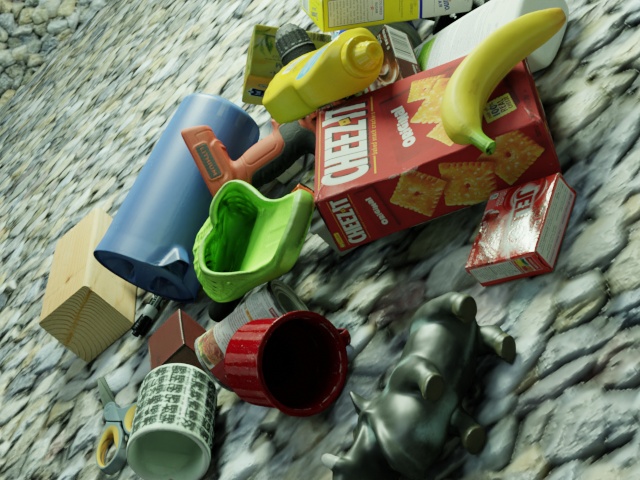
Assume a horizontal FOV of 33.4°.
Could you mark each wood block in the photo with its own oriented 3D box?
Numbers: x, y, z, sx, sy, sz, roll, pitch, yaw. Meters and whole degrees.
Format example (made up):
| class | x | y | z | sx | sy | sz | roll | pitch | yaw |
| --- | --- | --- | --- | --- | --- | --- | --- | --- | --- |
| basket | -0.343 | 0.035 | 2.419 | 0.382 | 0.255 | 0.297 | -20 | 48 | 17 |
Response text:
| class | x | y | z | sx | sy | sz | roll | pitch | yaw |
| --- | --- | --- | --- | --- | --- | --- | --- | --- | --- |
| wood block | -0.311 | 0.056 | 1.456 | 0.091 | 0.090 | 0.206 | -38 | 27 | 16 |

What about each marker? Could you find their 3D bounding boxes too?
| class | x | y | z | sx | sy | sz | roll | pitch | yaw |
| --- | --- | --- | --- | --- | --- | --- | --- | --- | --- |
| marker | -0.203 | 0.071 | 1.351 | 0.020 | 0.020 | 0.121 | -4 | 50 | 55 |

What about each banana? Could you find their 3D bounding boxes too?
| class | x | y | z | sx | sy | sz | roll | pitch | yaw |
| --- | --- | --- | --- | --- | --- | --- | --- | --- | --- |
| banana | 0.152 | -0.142 | 0.930 | 0.070 | 0.037 | 0.197 | 18 | 55 | 20 |

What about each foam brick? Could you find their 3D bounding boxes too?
| class | x | y | z | sx | sy | sz | roll | pitch | yaw |
| --- | --- | --- | --- | --- | --- | --- | --- | --- | --- |
| foam brick | -0.151 | 0.124 | 1.162 | 0.053 | 0.051 | 0.078 | -43 | 26 | 11 |

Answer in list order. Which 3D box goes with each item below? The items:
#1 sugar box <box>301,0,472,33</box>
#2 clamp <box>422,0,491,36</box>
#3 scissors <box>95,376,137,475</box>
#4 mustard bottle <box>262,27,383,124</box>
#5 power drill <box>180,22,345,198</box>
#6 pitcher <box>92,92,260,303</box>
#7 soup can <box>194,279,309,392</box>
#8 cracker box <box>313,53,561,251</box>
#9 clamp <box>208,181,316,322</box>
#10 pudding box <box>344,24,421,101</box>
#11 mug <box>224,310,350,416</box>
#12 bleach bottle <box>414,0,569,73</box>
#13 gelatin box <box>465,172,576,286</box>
| class | x | y | z | sx | sy | sz | roll | pitch | yaw |
| --- | --- | --- | --- | --- | --- | --- | --- | --- | --- |
| sugar box | 0.073 | -0.277 | 1.198 | 0.176 | 0.048 | 0.093 | -8 | 32 | -13 |
| clamp | 0.156 | -0.268 | 1.256 | 0.120 | 0.039 | 0.171 | -32 | 30 | 31 |
| scissors | -0.225 | 0.189 | 1.226 | 0.096 | 0.016 | 0.202 | -39 | 27 | 12 |
| mustard bottle | 0.013 | -0.172 | 1.088 | 0.096 | 0.058 | 0.192 | -42 | 12 | -20 |
| power drill | -0.061 | -0.135 | 1.220 | 0.188 | 0.184 | 0.057 | -28 | -11 | 5 |
| pitcher | -0.174 | -0.055 | 1.315 | 0.145 | 0.149 | 0.242 | 76 | -145 | -67 |
| soup can | -0.065 | 0.093 | 1.055 | 0.102 | 0.068 | 0.068 | -39 | 27 | 15 |
| cracker box | 0.102 | -0.095 | 0.999 | 0.214 | 0.072 | 0.164 | -19 | 34 | 15 |
| clamp | -0.058 | 0.001 | 1.156 | 0.164 | 0.036 | 0.210 | -65 | 12 | -25 |
| pudding box | 0.068 | -0.156 | 1.136 | 0.090 | 0.039 | 0.113 | -43 | 46 | 40 |
| mug | -0.026 | 0.106 | 0.971 | 0.117 | 0.093 | 0.082 | -25 | 8 | -30 |
| bleach bottle | 0.142 | -0.194 | 1.148 | 0.251 | 0.068 | 0.102 | -17 | 41 | 49 |
| gelatin box | 0.167 | -0.009 | 0.889 | 0.073 | 0.030 | 0.089 | -17 | 40 | 46 |
